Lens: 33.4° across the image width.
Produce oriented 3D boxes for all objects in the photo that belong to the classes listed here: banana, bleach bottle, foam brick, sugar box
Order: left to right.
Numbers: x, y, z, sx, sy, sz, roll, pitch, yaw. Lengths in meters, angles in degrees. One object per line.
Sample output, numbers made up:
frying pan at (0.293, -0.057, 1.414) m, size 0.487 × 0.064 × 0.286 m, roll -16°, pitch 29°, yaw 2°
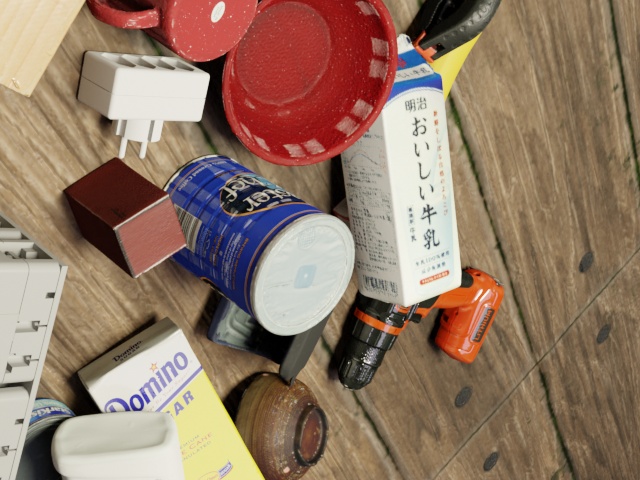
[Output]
foam brick at (-0.149, -0.018, 0.816) m, size 0.053 × 0.078 × 0.051 m, roll -34°, pitch 134°, yaw -23°
bleach bottle at (-0.159, 0.265, 0.893) m, size 0.102 × 0.068 × 0.251 m, roll -4°, pitch 115°, yaw -6°
sugar box at (-0.126, 0.164, 0.924) m, size 0.093 × 0.048 × 0.176 m, roll -32°, pitch 115°, yaw -14°
banana at (0.125, -0.168, 1.030) m, size 0.069 × 0.037 × 0.198 m, roll 30°, pitch 91°, yaw -49°

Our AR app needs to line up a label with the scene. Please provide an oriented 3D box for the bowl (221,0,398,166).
bowl at (-0.018, -0.145, 0.875) m, size 0.161 × 0.055 × 0.162 m, roll -16°, pitch 124°, yaw -25°

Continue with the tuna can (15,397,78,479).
tuna can at (-0.234, 0.174, 0.881) m, size 0.086 × 0.034 × 0.086 m, roll -24°, pitch 128°, yaw -34°

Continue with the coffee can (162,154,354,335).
coffee can at (-0.056, 0.001, 0.872) m, size 0.102 × 0.140 × 0.103 m, roll -24°, pitch 128°, yaw -34°

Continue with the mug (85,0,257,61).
mug at (-0.107, -0.175, 0.748) m, size 0.117 × 0.082 × 0.093 m, roll -25°, pitch 139°, yaw -36°

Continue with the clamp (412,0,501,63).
clamp at (0.145, -0.241, 0.979) m, size 0.171 × 0.120 × 0.039 m, roll -42°, pitch 121°, yaw 13°

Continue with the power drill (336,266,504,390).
power drill at (0.109, 0.084, 1.152) m, size 0.187 × 0.057 × 0.184 m, roll 17°, pitch 101°, yaw -49°
